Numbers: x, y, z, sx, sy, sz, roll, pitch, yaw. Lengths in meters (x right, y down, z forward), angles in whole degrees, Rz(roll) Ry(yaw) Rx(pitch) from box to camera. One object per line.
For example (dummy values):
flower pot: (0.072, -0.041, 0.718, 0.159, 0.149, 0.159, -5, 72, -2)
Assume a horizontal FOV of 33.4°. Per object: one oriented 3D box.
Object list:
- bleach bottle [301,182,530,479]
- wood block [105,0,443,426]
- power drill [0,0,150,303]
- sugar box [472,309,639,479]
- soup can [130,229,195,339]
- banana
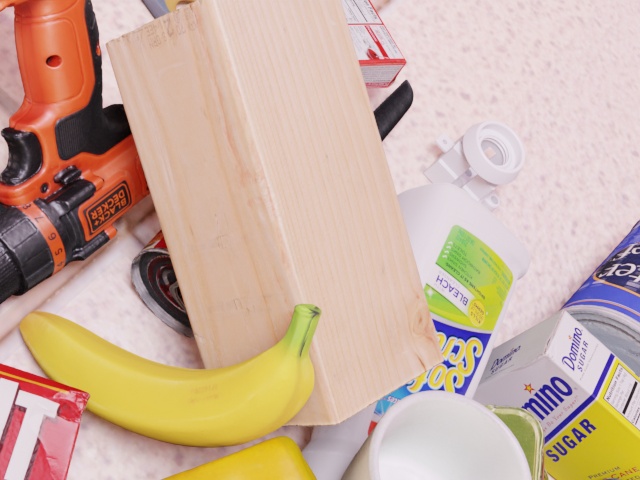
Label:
bleach bottle: (0.051, 0.091, 0.644, 0.102, 0.068, 0.250, 40, 56, -29)
wood block: (-0.023, -0.018, 0.548, 0.090, 0.090, 0.206, -22, 98, -45)
power drill: (-0.157, -0.063, 0.540, 0.057, 0.188, 0.184, 20, 45, 28)
sugar box: (0.184, 0.129, 0.684, 0.176, 0.093, 0.048, 39, 53, -7)
soup can: (-0.054, 0.001, 0.627, 0.068, 0.069, 0.102, 42, 52, -5)
banana: (-0.074, 0.067, 0.529, 0.037, 0.198, 0.069, -1, 87, -56)
